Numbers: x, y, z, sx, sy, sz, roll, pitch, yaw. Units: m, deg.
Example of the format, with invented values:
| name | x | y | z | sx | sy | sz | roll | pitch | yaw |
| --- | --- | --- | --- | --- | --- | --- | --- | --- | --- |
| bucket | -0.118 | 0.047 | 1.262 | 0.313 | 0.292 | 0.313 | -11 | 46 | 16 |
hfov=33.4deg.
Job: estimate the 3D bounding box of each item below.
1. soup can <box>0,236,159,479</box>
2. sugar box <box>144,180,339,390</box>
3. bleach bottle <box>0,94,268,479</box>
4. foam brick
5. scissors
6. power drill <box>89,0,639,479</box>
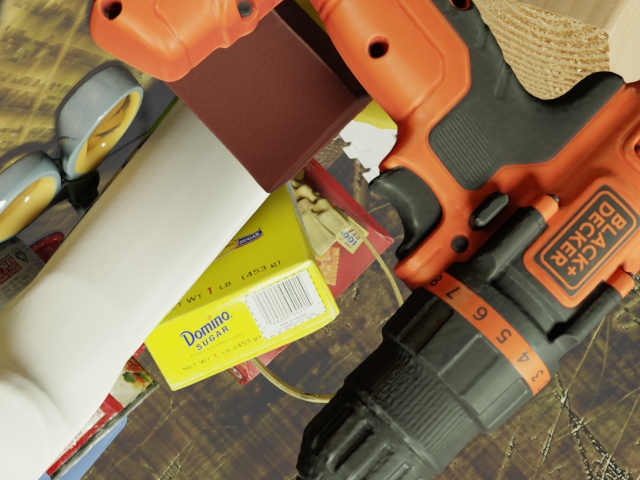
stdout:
| name | x | y | z | sx | sy | sz | roll | pitch | yaw |
| --- | --- | --- | --- | --- | --- | --- | --- | --- | --- |
| soup can | -0.137 | 0.056 | 0.515 | 0.068 | 0.102 | 0.068 | -43 | 180 | 0 |
| sugar box | -0.054 | 0.001 | 0.591 | 0.093 | 0.048 | 0.176 | -23 | -148 | 1 |
| bleach bottle | -0.086 | 0.015 | 0.454 | 0.103 | 0.068 | 0.250 | -45 | -171 | 45 |
| foam brick | -0.023 | -0.067 | 0.423 | 0.053 | 0.078 | 0.051 | -43 | 179 | 17 |
| scissors | -0.121 | -0.016 | 0.475 | 0.096 | 0.016 | 0.202 | -45 | -179 | -27 |
| power drill | 0.015 | -0.027 | 0.350 | 0.184 | 0.187 | 0.057 | -45 | -178 | -8 |
